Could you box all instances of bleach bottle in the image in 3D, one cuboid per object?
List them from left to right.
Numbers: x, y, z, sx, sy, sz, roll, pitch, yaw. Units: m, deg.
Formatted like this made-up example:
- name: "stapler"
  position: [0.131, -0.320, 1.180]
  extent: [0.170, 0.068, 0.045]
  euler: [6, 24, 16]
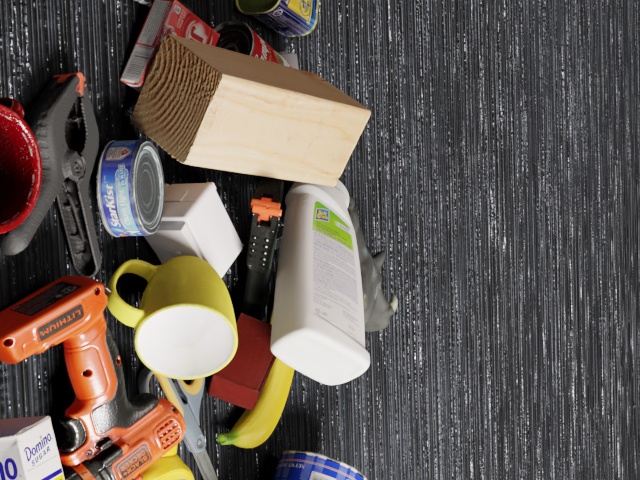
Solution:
- name: "bleach bottle"
  position: [0.003, 0.020, 1.122]
  extent: [0.102, 0.068, 0.250]
  euler: [33, 43, -31]

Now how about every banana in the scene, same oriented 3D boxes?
- name: "banana"
  position: [-0.054, 0.145, 1.143]
  extent: [0.069, 0.037, 0.197]
  euler: [71, 33, -51]

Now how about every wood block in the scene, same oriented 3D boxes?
- name: "wood block"
  position: [-0.062, -0.118, 1.008]
  extent: [0.205, 0.091, 0.090]
  euler: [5, 116, -50]

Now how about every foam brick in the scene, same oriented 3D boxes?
- name: "foam brick"
  position: [-0.075, 0.123, 1.084]
  extent: [0.053, 0.051, 0.078]
  euler: [112, 2, -59]

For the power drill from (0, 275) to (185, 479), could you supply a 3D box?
- name: "power drill"
  position: [-0.209, 0.137, 0.870]
  extent: [0.184, 0.057, 0.187]
  euler: [-36, 120, -37]

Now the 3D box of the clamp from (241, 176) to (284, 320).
- name: "clamp"
  position: [-0.057, 0.001, 1.062]
  extent: [0.210, 0.036, 0.164]
  euler: [121, -23, -84]

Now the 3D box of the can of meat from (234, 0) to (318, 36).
- name: "can of meat"
  position: [-0.042, -0.278, 1.147]
  extent: [0.083, 0.058, 0.102]
  euler: [19, 75, -59]

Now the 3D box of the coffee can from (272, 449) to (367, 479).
- name: "coffee can"
  position: [-0.017, 0.311, 1.149]
  extent: [0.102, 0.103, 0.140]
  euler: [50, 49, -46]

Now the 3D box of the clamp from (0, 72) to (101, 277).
- name: "clamp"
  position: [-0.212, -0.052, 0.893]
  extent: [0.120, 0.039, 0.171]
  euler: [52, 44, -65]

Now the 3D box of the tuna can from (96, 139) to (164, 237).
- name: "tuna can"
  position: [-0.166, -0.046, 0.942]
  extent: [0.086, 0.034, 0.086]
  euler: [-1, 90, -80]

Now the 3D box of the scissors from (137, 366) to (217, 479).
- name: "scissors"
  position: [-0.120, 0.180, 1.064]
  extent: [0.201, 0.016, 0.096]
  euler: [61, 42, -39]

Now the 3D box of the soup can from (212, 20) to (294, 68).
- name: "soup can"
  position: [-0.070, -0.171, 1.091]
  extent: [0.102, 0.069, 0.068]
  euler: [33, 63, -54]

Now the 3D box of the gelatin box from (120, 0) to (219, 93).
- name: "gelatin box"
  position: [-0.139, -0.172, 0.999]
  extent: [0.073, 0.030, 0.089]
  euler: [32, 78, -55]

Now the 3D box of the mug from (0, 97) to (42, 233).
- name: "mug"
  position: [-0.259, -0.060, 0.775]
  extent: [0.093, 0.082, 0.117]
  euler: [55, 46, -42]

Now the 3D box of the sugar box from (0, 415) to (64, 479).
- name: "sugar box"
  position: [-0.229, 0.223, 0.798]
  extent: [0.048, 0.093, 0.176]
  euler: [-30, 108, -62]
